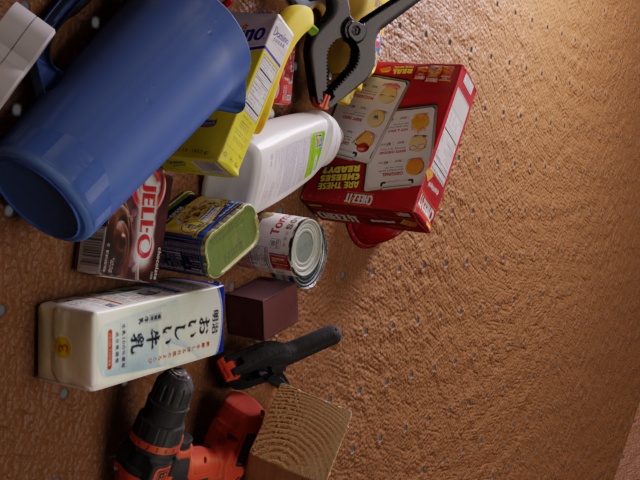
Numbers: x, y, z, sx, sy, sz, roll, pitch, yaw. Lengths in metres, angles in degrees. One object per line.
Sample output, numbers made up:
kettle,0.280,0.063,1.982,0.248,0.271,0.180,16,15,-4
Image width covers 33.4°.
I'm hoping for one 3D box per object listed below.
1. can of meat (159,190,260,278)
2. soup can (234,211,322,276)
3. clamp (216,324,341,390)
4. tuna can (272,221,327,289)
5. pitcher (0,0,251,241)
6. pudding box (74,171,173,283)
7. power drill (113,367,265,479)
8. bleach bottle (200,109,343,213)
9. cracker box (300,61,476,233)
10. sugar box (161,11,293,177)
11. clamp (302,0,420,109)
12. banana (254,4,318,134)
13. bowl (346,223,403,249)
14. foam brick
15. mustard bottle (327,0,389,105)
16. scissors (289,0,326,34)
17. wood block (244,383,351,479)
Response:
can of meat,-0.124,-0.006,1.108,0.102,0.084,0.057,-44,134,-46
soup can,-0.058,0.001,1.205,0.068,0.102,0.068,-23,117,-55
clamp,-0.050,0.140,1.270,0.120,0.039,0.171,-47,156,19
tuna can,-0.027,0.016,1.331,0.086,0.034,0.086,-23,118,-56
pitcher,-0.185,-0.123,0.947,0.242,0.149,0.145,-54,156,-33
pudding box,-0.190,-0.018,1.037,0.089,0.039,0.113,14,85,-60
power drill,-0.138,0.210,1.137,0.187,0.057,0.184,0,117,-58
bleach bottle,-0.041,-0.095,1.247,0.250,0.068,0.103,-28,137,-60
cracker box,0.090,-0.123,1.364,0.072,0.164,0.213,45,59,-52
sugar box,-0.102,-0.153,1.099,0.048,0.093,0.176,43,60,-55
clamp,0.045,-0.256,1.290,0.164,0.036,0.210,13,95,-25
banana,-0.044,-0.202,1.170,0.069,0.037,0.197,60,41,-35
bowl,0.096,-0.064,1.500,0.161,0.055,0.162,-24,119,-55
foam brick,-0.068,0.080,1.259,0.078,0.053,0.051,-25,119,-55
mustard bottle,0.047,-0.266,1.356,0.096,0.058,0.191,23,79,-65
scissors,-0.036,-0.276,1.254,0.201,0.016,0.096,-34,126,-51
wood block,-0.031,0.255,1.247,0.206,0.090,0.090,103,10,-61
